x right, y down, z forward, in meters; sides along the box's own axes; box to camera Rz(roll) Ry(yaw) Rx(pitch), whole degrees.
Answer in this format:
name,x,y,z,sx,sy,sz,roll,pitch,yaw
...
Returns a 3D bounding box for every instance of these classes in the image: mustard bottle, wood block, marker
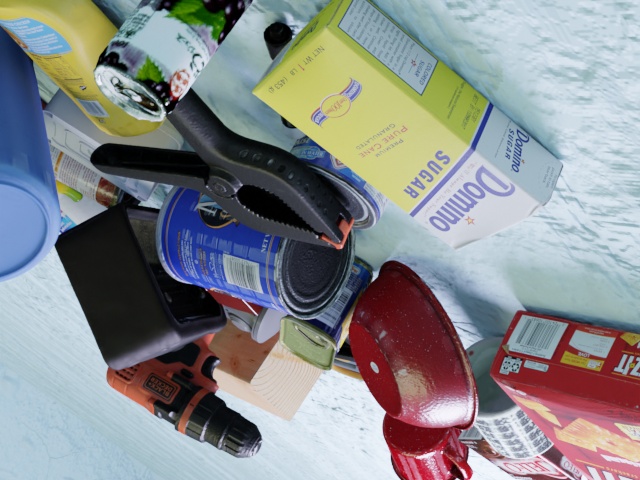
name,x,y,z,sx,sy,sz,roll,pitch,yaw
mustard bottle,-0.195,-0.158,0.796,0.096,0.058,0.191,15,155,46
wood block,-0.104,0.124,1.259,0.206,0.090,0.090,16,153,43
marker,-0.023,-0.108,0.731,0.020,0.020,0.121,25,158,16

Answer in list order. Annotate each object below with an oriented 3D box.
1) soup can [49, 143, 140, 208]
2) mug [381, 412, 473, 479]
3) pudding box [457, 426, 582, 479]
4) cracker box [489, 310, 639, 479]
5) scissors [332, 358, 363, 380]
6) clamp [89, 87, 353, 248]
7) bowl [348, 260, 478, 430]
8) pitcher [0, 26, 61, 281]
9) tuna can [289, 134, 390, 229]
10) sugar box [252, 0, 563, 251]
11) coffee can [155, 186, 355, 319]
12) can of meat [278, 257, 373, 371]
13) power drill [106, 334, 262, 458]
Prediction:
name,x,y,z,sx,sy,sz,roll,pitch,yaw
soup can,-0.213,-0.075,1.002,0.102,0.068,0.068,29,160,7
mug,0.124,0.230,1.204,0.117,0.093,0.081,38,162,36
pudding box,0.215,0.220,1.133,0.090,0.039,0.114,37,159,-17
cracker box,0.258,0.150,0.866,0.164,0.072,0.213,9,151,46
scissors,0.062,0.138,1.188,0.096,0.016,0.202,43,156,-30
clamp,-0.075,-0.051,0.795,0.210,0.036,0.165,32,150,-12
bowl,0.070,0.101,0.924,0.162,0.055,0.162,55,160,32
pitcher,-0.279,-0.072,0.827,0.243,0.145,0.149,-118,16,-45
tuna can,0.013,-0.045,0.806,0.086,0.033,0.086,27,159,11
sugar box,0.054,-0.069,0.661,0.176,0.048,0.094,38,147,-14
coffee can,-0.056,0.001,0.910,0.141,0.102,0.102,14,154,37
can of meat,0.007,0.064,0.995,0.057,0.084,0.102,28,160,8
power drill,-0.107,0.118,1.131,0.184,0.187,0.057,27,158,13
